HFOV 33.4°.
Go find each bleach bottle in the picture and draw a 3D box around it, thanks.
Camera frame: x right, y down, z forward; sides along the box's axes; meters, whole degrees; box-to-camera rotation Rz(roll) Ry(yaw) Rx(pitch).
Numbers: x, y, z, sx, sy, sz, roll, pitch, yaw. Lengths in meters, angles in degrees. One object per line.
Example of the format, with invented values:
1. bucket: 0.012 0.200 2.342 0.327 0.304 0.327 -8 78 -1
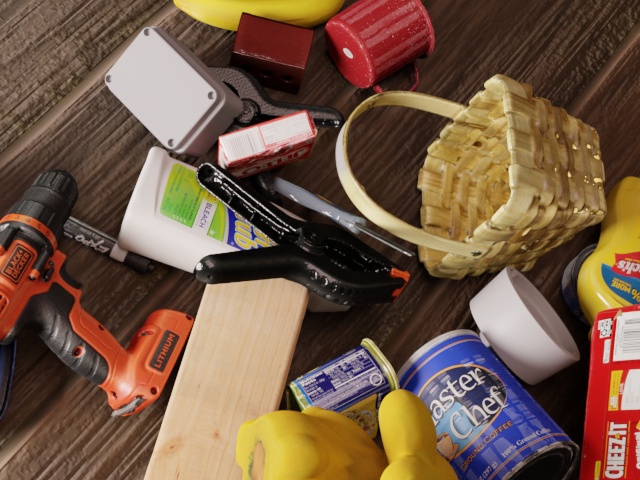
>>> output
1. bleach bottle: -0.057 0.001 1.003 0.250 0.068 0.102 20 50 -8

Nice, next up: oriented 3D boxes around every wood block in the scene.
1. wood block: -0.082 0.134 0.925 0.090 0.091 0.206 17 64 -5

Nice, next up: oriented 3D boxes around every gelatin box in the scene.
1. gelatin box: -0.051 -0.087 1.002 0.089 0.073 0.030 -18 81 -10

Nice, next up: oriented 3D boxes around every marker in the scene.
1. marker: -0.209 0.000 0.995 0.121 0.020 0.020 27 64 0

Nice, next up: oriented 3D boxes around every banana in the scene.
1. banana: -0.053 -0.248 1.130 0.197 0.037 0.070 -12 51 -18

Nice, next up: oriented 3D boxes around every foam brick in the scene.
1. foam brick: -0.051 -0.191 1.094 0.078 0.053 0.051 12 65 -6

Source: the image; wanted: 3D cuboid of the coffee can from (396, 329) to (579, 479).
1. coffee can: 0.139 0.161 0.928 0.102 0.103 0.140 -24 51 -21

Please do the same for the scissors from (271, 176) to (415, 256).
1. scissors: 0.012 -0.024 0.962 0.096 0.202 0.016 25 93 -18

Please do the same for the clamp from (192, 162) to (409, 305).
1. clamp: -0.021 0.003 0.944 0.209 0.036 0.164 16 33 -24

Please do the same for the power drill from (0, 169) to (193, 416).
1. power drill: -0.203 0.048 0.916 0.187 0.057 0.184 37 49 -19

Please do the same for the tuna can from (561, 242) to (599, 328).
1. tuna can: 0.287 0.047 1.072 0.086 0.034 0.086 4 66 -10

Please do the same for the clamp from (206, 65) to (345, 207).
1. clamp: -0.075 -0.111 1.062 0.171 0.039 0.120 26 69 7

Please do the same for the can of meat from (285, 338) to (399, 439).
1. can of meat: 0.018 0.145 0.935 0.083 0.102 0.057 -25 54 -18

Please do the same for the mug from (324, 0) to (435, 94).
1. mug: 0.063 -0.201 1.111 0.081 0.093 0.117 -34 114 -18
